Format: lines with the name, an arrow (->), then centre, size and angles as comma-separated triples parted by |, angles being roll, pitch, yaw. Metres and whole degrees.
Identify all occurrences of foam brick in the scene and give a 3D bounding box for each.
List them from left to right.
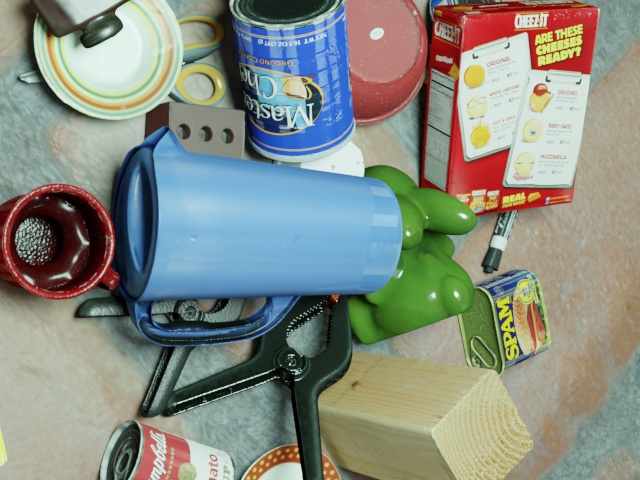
foam brick -> -0.115, -0.095, 0.973 | 0.078, 0.051, 0.053 | 2, 89, -33

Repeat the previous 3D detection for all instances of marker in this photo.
marker -> 0.208, -0.019, 1.201 | 0.020, 0.020, 0.121 | 29, 75, -30

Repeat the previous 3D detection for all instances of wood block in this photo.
wood block -> 0.086, 0.172, 1.011 | 0.090, 0.206, 0.090 | -39, 110, -27

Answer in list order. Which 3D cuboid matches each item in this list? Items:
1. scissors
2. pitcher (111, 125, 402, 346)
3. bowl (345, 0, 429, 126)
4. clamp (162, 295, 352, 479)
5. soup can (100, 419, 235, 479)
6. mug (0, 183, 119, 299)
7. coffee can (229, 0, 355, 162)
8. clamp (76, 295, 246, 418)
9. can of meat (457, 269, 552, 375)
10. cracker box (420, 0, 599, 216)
scissors -> -0.163, -0.143, 0.964 | 0.201, 0.016, 0.096 | -31, 107, -29
pitcher -> -0.056, 0.001, 0.941 | 0.242, 0.149, 0.145 | 3, 57, -26
bowl -> 0.046, -0.197, 1.055 | 0.162, 0.055, 0.162 | 0, 89, -20
clamp -> -0.040, 0.121, 1.010 | 0.164, 0.036, 0.209 | 24, 59, 4
soup can -> -0.135, 0.207, 0.951 | 0.102, 0.069, 0.068 | 26, 76, -31
mug -> -0.220, 0.007, 0.888 | 0.117, 0.082, 0.093 | 34, 72, -28
coffee can -> -0.023, -0.157, 0.970 | 0.102, 0.103, 0.140 | -33, 136, -29
clamp -> -0.125, 0.079, 0.974 | 0.171, 0.039, 0.120 | -27, 104, -27
can of meat -> 0.203, 0.088, 1.177 | 0.083, 0.058, 0.102 | -18, 100, -35
cracker box -> 0.193, -0.138, 1.114 | 0.164, 0.072, 0.214 | -8, 114, -23
